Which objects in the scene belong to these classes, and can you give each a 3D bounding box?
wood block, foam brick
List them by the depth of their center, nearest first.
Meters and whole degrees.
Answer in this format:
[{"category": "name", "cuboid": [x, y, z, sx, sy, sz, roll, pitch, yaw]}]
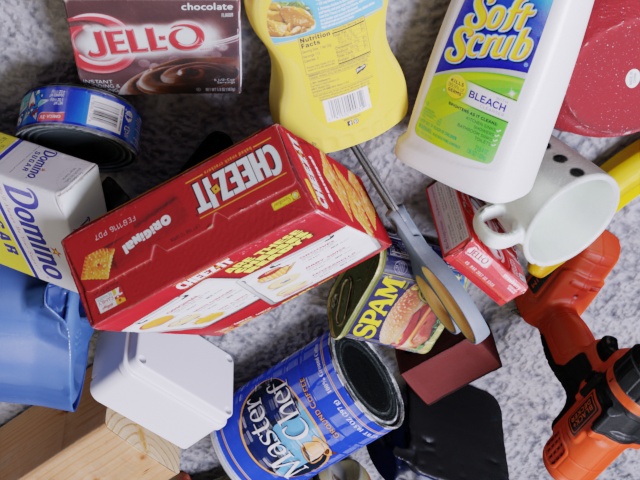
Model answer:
[{"category": "foam brick", "cuboid": [0.110, 0.096, 0.934, 0.078, 0.053, 0.051, -32, 126, 18]}, {"category": "wood block", "cuboid": [-0.232, 0.201, 0.961, 0.206, 0.091, 0.090, -34, 125, 21]}]

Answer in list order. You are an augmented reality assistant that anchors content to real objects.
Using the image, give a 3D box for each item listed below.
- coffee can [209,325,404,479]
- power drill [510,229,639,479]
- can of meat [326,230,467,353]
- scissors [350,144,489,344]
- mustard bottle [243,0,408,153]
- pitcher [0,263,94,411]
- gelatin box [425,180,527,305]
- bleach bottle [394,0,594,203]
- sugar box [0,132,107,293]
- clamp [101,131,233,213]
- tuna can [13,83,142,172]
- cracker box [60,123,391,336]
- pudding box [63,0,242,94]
[{"category": "coffee can", "cuboid": [-0.013, 0.151, 0.934, 0.140, 0.103, 0.102, -34, 125, 21]}, {"category": "power drill", "cuboid": [0.222, 0.074, 0.839, 0.057, 0.187, 0.185, 19, 127, -19]}, {"category": "can of meat", "cuboid": [0.064, 0.043, 0.883, 0.083, 0.057, 0.102, 14, 127, -19]}, {"category": "scissors", "cuboid": [0.063, -0.004, 0.811, 0.016, 0.202, 0.096, -32, 165, -9]}, {"category": "mustard bottle", "cuboid": [0.000, -0.153, 0.710, 0.096, 0.058, 0.191, -19, 130, -7]}, {"category": "pitcher", "cuboid": [-0.297, 0.060, 0.824, 0.242, 0.145, 0.149, 5, 117, -5]}, {"category": "gelatin box", "cuboid": [0.121, -0.002, 0.829, 0.030, 0.089, 0.073, -37, 124, 22]}, {"category": "bleach bottle", "cuboid": [0.127, -0.156, 0.705, 0.067, 0.103, 0.251, -21, 132, -49]}, {"category": "sugar box", "cuboid": [-0.230, -0.031, 0.743, 0.176, 0.048, 0.093, 20, 136, 23]}, {"category": "clamp", "cuboid": [-0.124, -0.012, 0.813, 0.120, 0.039, 0.172, -27, 158, -32]}, {"category": "tuna can", "cuboid": [-0.168, -0.077, 0.747, 0.086, 0.034, 0.086, 5, 163, 1]}, {"category": "cracker box", "cuboid": [-0.055, 0.001, 0.748, 0.164, 0.072, 0.213, -28, 167, 12]}, {"category": "pudding box", "cuboid": [-0.109, -0.139, 0.710, 0.113, 0.039, 0.090, -3, 148, -5]}]
